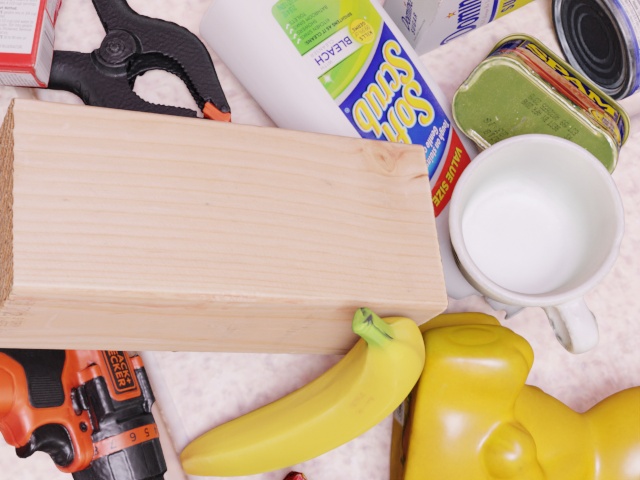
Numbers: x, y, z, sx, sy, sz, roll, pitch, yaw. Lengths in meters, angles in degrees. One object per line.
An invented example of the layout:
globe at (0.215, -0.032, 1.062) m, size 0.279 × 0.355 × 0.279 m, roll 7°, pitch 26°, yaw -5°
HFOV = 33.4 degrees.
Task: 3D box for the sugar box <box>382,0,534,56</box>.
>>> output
sugar box at (0.128, -0.177, 0.656) m, size 0.176 × 0.093 × 0.048 m, roll -30°, pitch 82°, yaw -11°

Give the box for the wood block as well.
wood block at (-0.054, 0.001, 0.521) m, size 0.205 × 0.090 × 0.091 m, roll 4°, pitch 66°, yaw -26°

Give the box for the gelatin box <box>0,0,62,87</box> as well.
gelatin box at (-0.189, -0.134, 0.614) m, size 0.073 × 0.030 × 0.089 m, roll 3°, pitch 72°, yaw 4°

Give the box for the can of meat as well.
can of meat at (0.130, -0.071, 0.628) m, size 0.102 × 0.083 × 0.057 m, roll 40°, pitch 115°, yaw 3°

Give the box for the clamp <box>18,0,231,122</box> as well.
clamp at (-0.121, -0.119, 0.643) m, size 0.171 × 0.039 × 0.120 m, roll 25°, pitch 81°, yaw 3°

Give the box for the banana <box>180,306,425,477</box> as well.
banana at (-0.003, 0.082, 0.552) m, size 0.069 × 0.198 × 0.037 m, roll 20°, pitch 50°, yaw -23°

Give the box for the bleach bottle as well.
bleach bottle at (0.044, -0.062, 0.634) m, size 0.102 × 0.068 × 0.251 m, roll -40°, pitch 90°, yaw -31°

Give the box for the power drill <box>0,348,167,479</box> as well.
power drill at (-0.153, 0.102, 0.525) m, size 0.057 × 0.187 × 0.184 m, roll -28°, pitch 78°, yaw 28°
